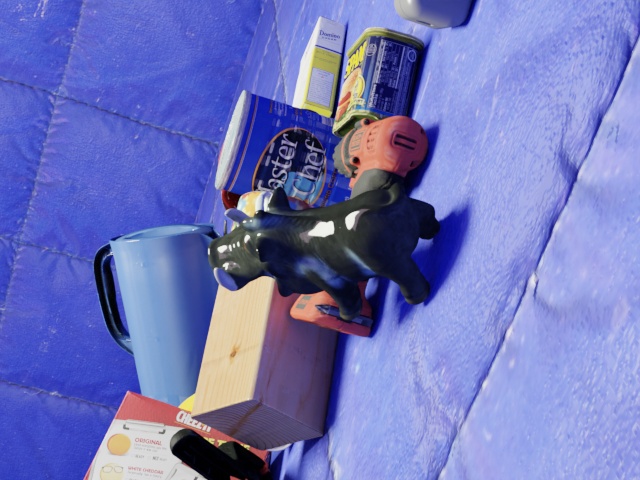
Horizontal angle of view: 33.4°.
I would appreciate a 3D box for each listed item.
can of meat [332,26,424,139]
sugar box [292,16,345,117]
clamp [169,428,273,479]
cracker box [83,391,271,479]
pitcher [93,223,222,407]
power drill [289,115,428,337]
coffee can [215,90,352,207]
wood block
[{"bbox_3d":[0.052,-0.141,0.999,0.102,0.057,0.084,152,130,-75],"label":"can of meat"},{"bbox_3d":[-0.006,-0.206,1.421,0.093,0.048,0.176,118,168,-49],"label":"sugar box"},{"bbox_3d":[-0.071,0.217,0.945,0.036,0.164,0.210,-36,4,0],"label":"clamp"},{"bbox_3d":[-0.158,0.277,1.059,0.072,0.164,0.213,98,-168,-53],"label":"cracker box"},{"bbox_3d":[-0.193,0.102,1.350,0.149,0.144,0.243,-172,73,-66],"label":"pitcher"},{"bbox_3d":[0.027,-0.014,0.932,0.184,0.057,0.187,176,109,-79],"label":"power drill"},{"bbox_3d":[-0.025,-0.082,1.075,0.103,0.140,0.103,-164,90,-80],"label":"coffee can"},{"bbox_3d":[-0.043,0.078,0.999,0.091,0.090,0.206,-23,46,42],"label":"wood block"}]
